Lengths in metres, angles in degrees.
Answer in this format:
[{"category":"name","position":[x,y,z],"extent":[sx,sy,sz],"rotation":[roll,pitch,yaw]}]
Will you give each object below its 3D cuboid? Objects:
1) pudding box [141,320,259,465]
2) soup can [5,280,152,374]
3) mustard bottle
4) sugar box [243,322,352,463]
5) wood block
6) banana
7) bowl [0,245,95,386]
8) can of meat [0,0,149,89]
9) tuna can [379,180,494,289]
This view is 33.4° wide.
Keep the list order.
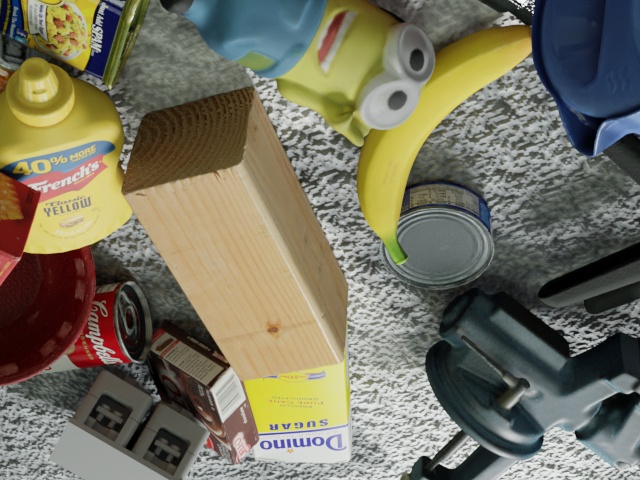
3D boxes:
[{"category":"pudding box","position":[-0.104,0.134,0.931],"extent":[0.090,0.039,0.113],"rotation":[25,142,32]},{"category":"soup can","position":[-0.201,0.074,0.890],"extent":[0.102,0.068,0.068],"rotation":[-9,133,14]},{"category":"mustard bottle","position":[-0.180,-0.060,0.720],"extent":[0.096,0.058,0.192],"rotation":[-15,155,-14]},{"category":"sugar box","position":[-0.020,0.132,0.944],"extent":[0.093,0.048,0.176],"rotation":[1,133,6]},{"category":"wood block","position":[-0.055,0.001,0.790],"extent":[0.091,0.090,0.206],"rotation":[-12,132,16]},{"category":"banana","position":[0.072,-0.076,0.729],"extent":[0.069,0.037,0.198],"rotation":[29,124,2]},{"category":"bowl","position":[-0.260,0.030,0.829],"extent":[0.161,0.055,0.162],"rotation":[-2,96,-20]},{"category":"can of meat","position":[-0.151,-0.152,0.659],"extent":[0.084,0.057,0.102],"rotation":[23,149,-9]},{"category":"tuna can","position":[0.088,-0.004,0.808],"extent":[0.086,0.033,0.086],"rotation":[3,134,3]}]
